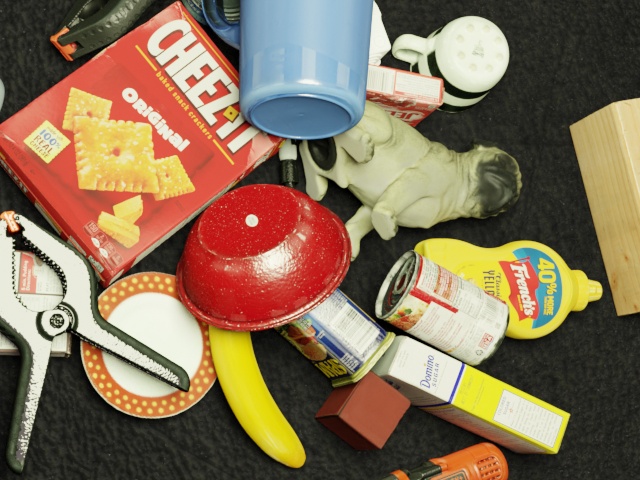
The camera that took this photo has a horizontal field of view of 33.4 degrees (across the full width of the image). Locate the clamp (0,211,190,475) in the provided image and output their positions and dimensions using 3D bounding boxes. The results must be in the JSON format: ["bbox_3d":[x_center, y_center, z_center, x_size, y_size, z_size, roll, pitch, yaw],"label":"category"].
[{"bbox_3d":[-0.227,0.078,0.890,0.164,0.036,0.210,-32,92,-22],"label":"clamp"}]

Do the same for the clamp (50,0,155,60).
[{"bbox_3d":[-0.167,-0.226,0.968,0.171,0.120,0.039,-49,126,-9],"label":"clamp"}]

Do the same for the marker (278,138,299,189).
[{"bbox_3d":[-0.033,-0.108,1.029,0.020,0.020,0.121,-1,81,-16],"label":"marker"}]

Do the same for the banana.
[{"bbox_3d":[-0.062,0.116,0.961,0.069,0.037,0.198,-13,89,-33],"label":"banana"}]

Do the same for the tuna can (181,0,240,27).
[{"bbox_3d":[-0.093,-0.248,1.029,0.086,0.034,0.086,3,80,-16],"label":"tuna can"}]

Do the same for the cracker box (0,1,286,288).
[{"bbox_3d":[-0.162,-0.088,0.961,0.213,0.072,0.164,-40,93,-19],"label":"cracker box"}]

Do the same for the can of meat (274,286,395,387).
[{"bbox_3d":[0.009,0.082,0.965,0.084,0.102,0.057,43,72,-3],"label":"can of meat"}]

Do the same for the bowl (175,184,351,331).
[{"bbox_3d":[-0.056,0.001,0.934,0.162,0.055,0.162,-8,45,8],"label":"bowl"}]

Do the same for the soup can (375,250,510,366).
[{"bbox_3d":[0.110,0.061,0.955,0.102,0.069,0.068,28,74,-13],"label":"soup can"}]

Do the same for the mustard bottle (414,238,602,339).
[{"bbox_3d":[0.186,0.049,1.043,0.191,0.058,0.096,1,81,-16],"label":"mustard bottle"}]

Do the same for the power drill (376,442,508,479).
[{"bbox_3d":[0.111,0.297,0.978,0.184,0.057,0.187,-17,85,-18],"label":"power drill"}]

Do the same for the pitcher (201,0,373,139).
[{"bbox_3d":[-0.022,-0.217,0.945,0.144,0.149,0.243,10,70,-22],"label":"pitcher"}]

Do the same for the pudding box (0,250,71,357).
[{"bbox_3d":[-0.271,0.054,0.923,0.113,0.039,0.090,4,81,-14],"label":"pudding box"}]

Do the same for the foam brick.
[{"bbox_3d":[0.038,0.155,0.972,0.051,0.078,0.053,39,72,-5],"label":"foam brick"}]

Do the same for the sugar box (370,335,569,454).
[{"bbox_3d":[0.131,0.144,0.992,0.176,0.093,0.048,28,73,-10],"label":"sugar box"}]

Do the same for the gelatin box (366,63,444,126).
[{"bbox_3d":[0.066,-0.140,1.034,0.089,0.073,0.030,9,77,-15],"label":"gelatin box"}]
